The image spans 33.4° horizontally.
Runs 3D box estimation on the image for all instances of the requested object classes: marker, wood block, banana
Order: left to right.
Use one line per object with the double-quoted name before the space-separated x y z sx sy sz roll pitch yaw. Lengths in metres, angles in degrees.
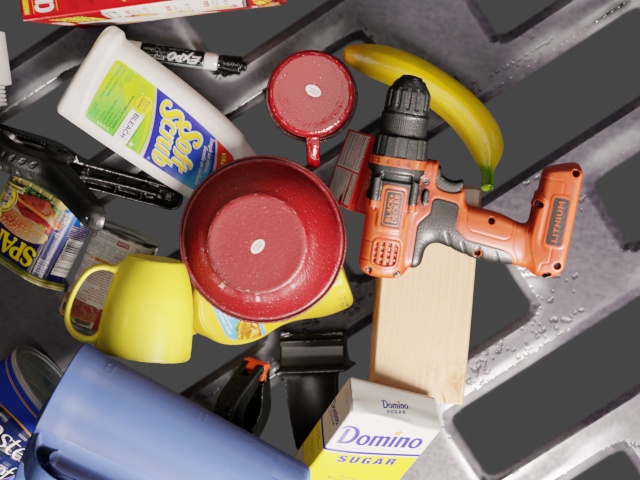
"marker" -0.133 -0.181 1.059 0.121 0.020 0.020 8 95 0
"wood block" 0.100 0.047 1.044 0.091 0.090 0.206 4 96 0
"banana" 0.112 -0.137 1.043 0.198 0.069 0.037 42 139 2

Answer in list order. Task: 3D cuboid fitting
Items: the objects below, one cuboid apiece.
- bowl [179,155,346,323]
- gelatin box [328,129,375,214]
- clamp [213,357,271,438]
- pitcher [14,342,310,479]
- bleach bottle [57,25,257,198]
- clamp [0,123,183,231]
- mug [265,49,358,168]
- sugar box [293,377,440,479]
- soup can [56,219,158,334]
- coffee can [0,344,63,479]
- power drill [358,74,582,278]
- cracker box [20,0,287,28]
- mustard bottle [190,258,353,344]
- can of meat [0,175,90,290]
"bowl" -0.057 0.001 0.994 0.162 0.055 0.162 0 94 3
"gelatin box" 0.039 -0.066 1.033 0.030 0.089 0.073 17 96 -17
"clamp" -0.092 0.202 1.054 0.039 0.120 0.171 11 92 24
"pitcher" -0.137 0.203 0.937 0.243 0.145 0.149 26 62 -3
"bleach bottle" -0.124 -0.098 1.041 0.250 0.068 0.103 33 102 -9
"clamp" -0.250 -0.065 1.015 0.210 0.164 0.036 23 105 8
"mug" -0.009 -0.129 1.032 0.093 0.081 0.117 1 95 0
"sugar box" 0.033 0.209 1.026 0.093 0.048 0.176 16 132 -18
"soup can" -0.210 0.037 1.056 0.068 0.068 0.102 24 94 -2
"coffee can" -0.319 0.185 1.053 0.140 0.103 0.103 -38 94 4
"power drill" 0.135 -0.047 0.961 0.187 0.057 0.184 9 99 3
"cracker box" -0.146 -0.242 0.971 0.214 0.164 0.072 -5 98 6
"mustard bottle" -0.071 0.052 1.059 0.191 0.058 0.096 -20 118 3
"can of meat" -0.278 -0.011 1.044 0.102 0.057 0.084 29 93 28
